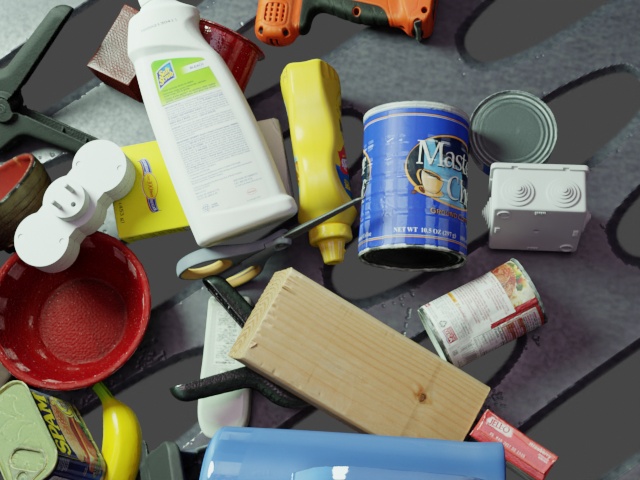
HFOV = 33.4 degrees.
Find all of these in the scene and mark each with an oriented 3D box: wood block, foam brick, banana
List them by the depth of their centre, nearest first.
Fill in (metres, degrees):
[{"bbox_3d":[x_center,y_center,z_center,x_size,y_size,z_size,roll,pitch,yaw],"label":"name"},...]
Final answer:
[{"bbox_3d":[0.032,0.117,0.950,0.206,0.090,0.091,32,80,-8],"label":"wood block"},{"bbox_3d":[-0.213,0.238,1.012,0.070,0.037,0.198,11,75,28],"label":"banana"},{"bbox_3d":[-0.194,-0.193,1.108,0.053,0.051,0.078,28,81,11],"label":"foam brick"}]

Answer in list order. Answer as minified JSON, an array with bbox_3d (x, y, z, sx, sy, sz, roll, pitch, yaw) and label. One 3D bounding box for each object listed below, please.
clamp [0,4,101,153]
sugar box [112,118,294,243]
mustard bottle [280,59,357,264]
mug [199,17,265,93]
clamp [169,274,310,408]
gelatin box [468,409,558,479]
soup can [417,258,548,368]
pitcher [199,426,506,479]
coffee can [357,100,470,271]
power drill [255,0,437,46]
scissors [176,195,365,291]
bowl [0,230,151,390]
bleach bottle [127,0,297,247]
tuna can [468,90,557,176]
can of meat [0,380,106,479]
[{"bbox_3d":[-0.318,-0.150,1.090,0.210,0.036,0.164,-4,110,11],"label":"clamp"},{"bbox_3d":[-0.118,-0.059,1.060,0.176,0.048,0.093,-12,84,3],"label":"sugar box"},{"bbox_3d":[0.001,-0.071,1.031,0.058,0.096,0.191,-8,75,4],"label":"mustard bottle"},{"bbox_3d":[-0.122,-0.170,1.081,0.117,0.093,0.081,17,82,42],"label":"mug"},{"bbox_3d":[-0.050,0.100,1.002,0.171,0.039,0.120,10,83,-13],"label":"clamp"},{"bbox_3d":[0.170,0.185,0.952,0.073,0.089,0.030,34,82,13],"label":"gelatin box"},{"bbox_3d":[0.151,0.070,0.994,0.102,0.068,0.068,-28,75,-1],"label":"soup can"},{"bbox_3d":[0.027,0.211,0.852,0.243,0.145,0.149,6,110,5],"label":"pitcher"},{"bbox_3d":[0.089,-0.049,1.013,0.103,0.103,0.140,1,76,7],"label":"coffee can"},{"bbox_3d":[0.032,-0.284,1.103,0.188,0.057,0.184,7,81,11],"label":"power drill"},{"bbox_3d":[-0.056,0.001,0.983,0.202,0.096,0.016,-36,59,41],"label":"scissors"},{"bbox_3d":[-0.239,0.071,1.041,0.162,0.055,0.162,-2,72,4],"label":"bowl"},{"bbox_3d":[-0.110,-0.126,0.998,0.102,0.068,0.251,-19,86,-9],"label":"bleach bottle"},{"bbox_3d":[0.188,-0.102,1.050,0.086,0.033,0.086,-2,76,6],"label":"tuna can"},{"bbox_3d":[-0.252,0.187,0.978,0.057,0.083,0.102,-39,60,6],"label":"can of meat"}]
